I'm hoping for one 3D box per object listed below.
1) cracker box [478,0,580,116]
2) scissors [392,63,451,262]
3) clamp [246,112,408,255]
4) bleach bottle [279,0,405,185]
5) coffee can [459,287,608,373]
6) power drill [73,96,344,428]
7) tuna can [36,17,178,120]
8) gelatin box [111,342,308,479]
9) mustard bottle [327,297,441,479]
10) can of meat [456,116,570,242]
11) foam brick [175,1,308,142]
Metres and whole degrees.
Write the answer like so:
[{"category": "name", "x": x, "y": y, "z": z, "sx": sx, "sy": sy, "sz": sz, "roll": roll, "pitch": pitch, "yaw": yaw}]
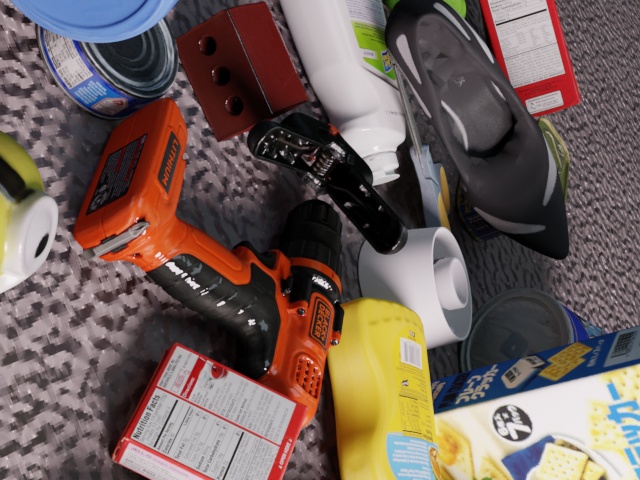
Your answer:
[{"category": "cracker box", "x": 0.178, "y": -0.231, "z": 1.005, "sx": 0.164, "sy": 0.072, "sz": 0.213, "roll": -66, "pitch": 139, "yaw": -73}, {"category": "scissors", "x": 0.084, "y": -0.072, "z": 0.867, "sx": 0.096, "sy": 0.016, "sz": 0.202, "roll": -77, "pitch": 155, "yaw": -55}, {"category": "clamp", "x": -0.004, "y": -0.056, "z": 0.724, "sx": 0.120, "sy": 0.039, "sz": 0.171, "roll": 42, "pitch": 9, "yaw": -21}, {"category": "bleach bottle", "x": 0.013, "y": -0.167, "z": 0.839, "sx": 0.102, "sy": 0.068, "sz": 0.251, "roll": -4, "pitch": 78, "yaw": -54}, {"category": "coffee can", "x": 0.198, "y": 0.110, "z": 0.903, "sx": 0.140, "sy": 0.103, "sz": 0.103, "roll": 28, "pitch": 51, "yaw": -43}, {"category": "power drill", "x": -0.054, "y": 0.001, "z": 0.661, "sx": 0.187, "sy": 0.057, "sz": 0.184, "roll": 43, "pitch": 36, "yaw": -30}, {"category": "tuna can", "x": -0.127, "y": -0.119, "z": 0.648, "sx": 0.086, "sy": 0.034, "sz": 0.086, "roll": 29, "pitch": 50, "yaw": -42}, {"category": "gelatin box", "x": -0.060, "y": 0.107, "z": 0.590, "sx": 0.089, "sy": 0.030, "sz": 0.073, "roll": 26, "pitch": 44, "yaw": -3}, {"category": "mustard bottle", "x": 0.046, "y": 0.140, "z": 0.720, "sx": 0.096, "sy": 0.058, "sz": 0.191, "roll": 30, "pitch": 49, "yaw": -56}, {"category": "can of meat", "x": 0.175, "y": -0.054, "z": 0.976, "sx": 0.057, "sy": 0.084, "sz": 0.102, "roll": 46, "pitch": 40, "yaw": -28}, {"category": "foam brick", "x": -0.054, "y": -0.116, "z": 0.729, "sx": 0.051, "sy": 0.053, "sz": 0.078, "roll": -29, "pitch": 96, "yaw": -55}]
